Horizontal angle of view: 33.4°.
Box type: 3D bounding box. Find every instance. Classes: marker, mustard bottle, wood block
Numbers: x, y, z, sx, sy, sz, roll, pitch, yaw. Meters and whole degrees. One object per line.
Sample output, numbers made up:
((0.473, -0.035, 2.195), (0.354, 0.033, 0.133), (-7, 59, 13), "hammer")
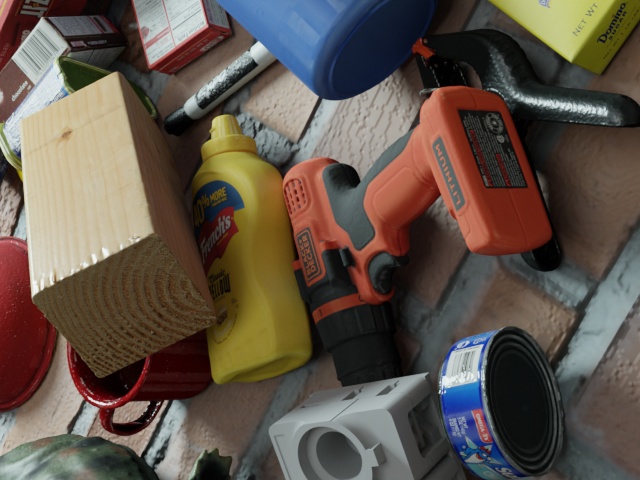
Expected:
((-0.079, -0.117, 0.825), (0.121, 0.020, 0.020), (-33, 66, 31), "marker")
((-0.055, 0.001, 0.765), (0.096, 0.058, 0.191), (-32, 63, 55), "mustard bottle")
((-0.147, -0.018, 0.749), (0.091, 0.090, 0.206), (-26, 41, 3), "wood block")

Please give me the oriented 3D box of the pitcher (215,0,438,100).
((-0.033, -0.216, 0.712), (0.145, 0.149, 0.243), (-45, 70, 9), "pitcher")

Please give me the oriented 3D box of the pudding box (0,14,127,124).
((-0.226, -0.138, 0.896), (0.114, 0.089, 0.039), (-41, 86, 25), "pudding box")

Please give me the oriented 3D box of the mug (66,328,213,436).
((-0.132, 0.091, 0.801), (0.093, 0.081, 0.117), (16, 94, 38), "mug")

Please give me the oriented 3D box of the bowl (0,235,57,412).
((-0.308, 0.073, 0.959), (0.162, 0.055, 0.162), (-6, 81, 38), "bowl")

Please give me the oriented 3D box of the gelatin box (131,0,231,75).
((-0.113, -0.188, 0.851), (0.073, 0.030, 0.089), (-26, 73, 35), "gelatin box")

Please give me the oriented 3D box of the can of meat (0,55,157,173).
((-0.195, -0.094, 0.862), (0.084, 0.101, 0.057), (-45, 60, 23), "can of meat")

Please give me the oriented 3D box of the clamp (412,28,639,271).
((0.118, -0.079, 0.641), (0.171, 0.039, 0.120), (57, 132, 26), "clamp")

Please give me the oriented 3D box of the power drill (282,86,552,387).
((0.052, 0.006, 0.657), (0.188, 0.057, 0.184), (-35, 67, 47), "power drill")

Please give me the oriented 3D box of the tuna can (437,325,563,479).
((0.104, 0.094, 0.614), (0.034, 0.085, 0.086), (-19, 73, 37), "tuna can")
